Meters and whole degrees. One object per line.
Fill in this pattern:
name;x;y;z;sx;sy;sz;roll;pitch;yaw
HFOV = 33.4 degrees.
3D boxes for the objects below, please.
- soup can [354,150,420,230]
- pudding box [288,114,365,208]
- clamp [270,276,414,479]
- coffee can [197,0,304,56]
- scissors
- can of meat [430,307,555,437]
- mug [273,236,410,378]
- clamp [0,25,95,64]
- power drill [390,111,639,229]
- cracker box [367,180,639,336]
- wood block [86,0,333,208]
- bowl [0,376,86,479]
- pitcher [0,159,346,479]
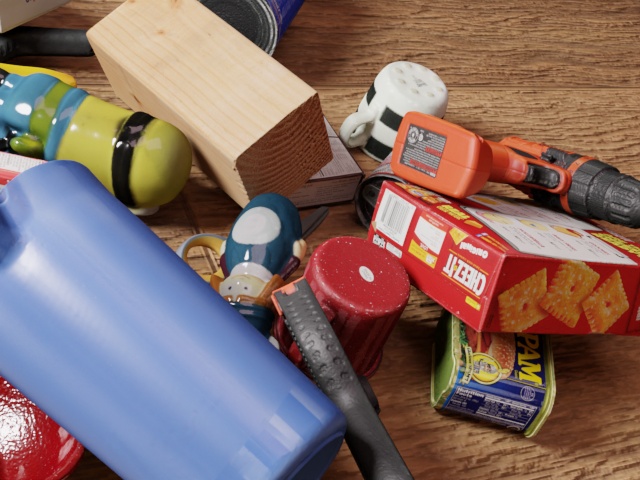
soup can;0.083;-0.052;0.976;0.068;0.069;0.102;33;42;9
pudding box;-0.029;-0.071;0.965;0.113;0.039;0.090;-10;52;-30
clamp;0.020;0.110;0.698;0.036;0.164;0.210;-26;68;-5
coffee can;-0.071;-0.248;1.078;0.103;0.103;0.140;24;41;-1
scissors;-0.056;0.001;0.877;0.096;0.016;0.201;42;40;-13
can of meat;0.136;0.099;0.855;0.084;0.057;0.102;16;41;-6
mug;0.013;0.056;0.819;0.093;0.082;0.117;38;43;15
clamp;-0.283;-0.179;0.951;0.120;0.039;0.171;27;43;25
power drill;0.168;-0.056;0.897;0.187;0.057;0.185;8;11;-37
cracker box;0.169;0.018;0.882;0.213;0.072;0.164;5;19;-34
wood block;-0.095;-0.124;0.906;0.090;0.091;0.206;-41;60;-15
bowl;-0.226;0.117;0.645;0.162;0.055;0.162;22;25;-11
pitcher;-0.104;0.074;0.647;0.243;0.145;0.149;39;37;16
